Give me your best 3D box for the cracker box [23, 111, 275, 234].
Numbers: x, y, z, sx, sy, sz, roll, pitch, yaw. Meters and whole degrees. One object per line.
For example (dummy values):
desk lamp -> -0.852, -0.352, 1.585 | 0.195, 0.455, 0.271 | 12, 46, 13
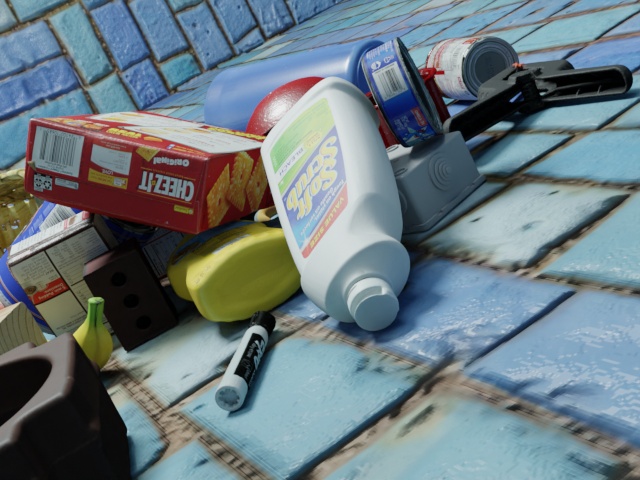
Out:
cracker box -> -0.136, -0.066, 0.953 | 0.164, 0.072, 0.213 | 13, 12, 15

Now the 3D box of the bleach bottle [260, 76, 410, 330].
bleach bottle -> 0.019, -0.025, 0.775 | 0.103, 0.068, 0.251 | -43, 30, 15

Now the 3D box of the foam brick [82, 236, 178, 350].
foam brick -> -0.163, 0.046, 0.919 | 0.053, 0.078, 0.051 | -29, 17, -4

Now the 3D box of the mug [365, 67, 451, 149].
mug -> 0.082, -0.100, 0.974 | 0.093, 0.081, 0.117 | -26, 15, 2

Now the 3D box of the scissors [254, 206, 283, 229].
scissors -> -0.057, 0.001, 1.003 | 0.096, 0.016, 0.202 | -27, 15, 5

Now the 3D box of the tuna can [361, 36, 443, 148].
tuna can -> 0.066, -0.119, 0.863 | 0.034, 0.086, 0.086 | -25, 15, 14

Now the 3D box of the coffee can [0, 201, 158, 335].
coffee can -> -0.236, 0.007, 1.027 | 0.140, 0.102, 0.102 | -49, 9, 18

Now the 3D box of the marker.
marker -> -0.049, 0.078, 0.727 | 0.020, 0.020, 0.121 | -23, 16, 16

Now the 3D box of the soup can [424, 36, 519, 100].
soup can -> 0.162, -0.185, 1.147 | 0.068, 0.068, 0.102 | -30, 16, -10

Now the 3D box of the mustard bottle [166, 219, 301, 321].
mustard bottle -> -0.080, 0.018, 0.903 | 0.096, 0.058, 0.192 | -30, 15, -14

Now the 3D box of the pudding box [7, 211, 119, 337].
pudding box -> -0.216, 0.038, 0.963 | 0.090, 0.113, 0.039 | -26, 31, 2

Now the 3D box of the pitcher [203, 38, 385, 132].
pitcher -> -0.011, -0.171, 1.281 | 0.243, 0.149, 0.144 | -7, -11, 44

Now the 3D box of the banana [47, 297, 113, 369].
banana -> -0.232, 0.089, 0.906 | 0.198, 0.069, 0.037 | -10, -3, 41

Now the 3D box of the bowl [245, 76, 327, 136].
bowl -> -0.019, -0.124, 1.127 | 0.162, 0.055, 0.162 | -22, -20, -9

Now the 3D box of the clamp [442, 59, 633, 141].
clamp -> 0.203, -0.141, 0.990 | 0.165, 0.036, 0.209 | -14, 14, 18

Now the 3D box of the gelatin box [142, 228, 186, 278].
gelatin box -> -0.157, -0.008, 1.092 | 0.089, 0.073, 0.030 | -28, 14, 0
